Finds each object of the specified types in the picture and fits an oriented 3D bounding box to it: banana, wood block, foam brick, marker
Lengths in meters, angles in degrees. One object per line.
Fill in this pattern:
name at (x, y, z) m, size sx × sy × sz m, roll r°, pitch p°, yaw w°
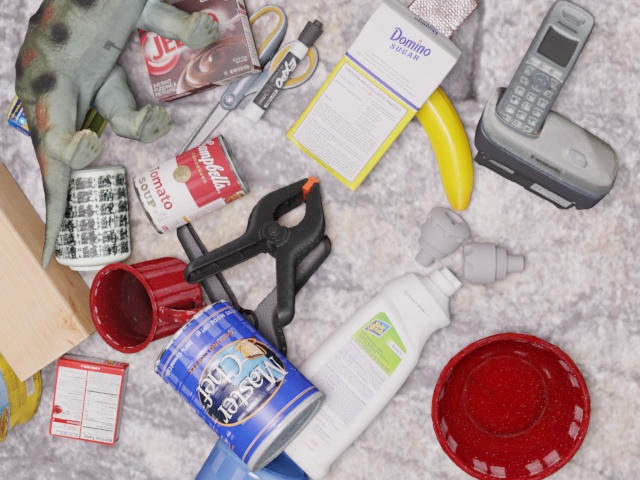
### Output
banana at (0.106, -0.123, 1.092) m, size 0.070 × 0.037 × 0.198 m, roll -39°, pitch 91°, yaw 31°
wood block at (-0.322, 0.030, 1.112) m, size 0.091 × 0.090 × 0.206 m, roll -34°, pitch 94°, yaw 7°
foam brick at (0.113, -0.224, 1.069) m, size 0.053 × 0.051 × 0.078 m, roll 43°, pitch 98°, yaw -3°
marker at (-0.037, -0.173, 1.085) m, size 0.020 × 0.020 × 0.121 m, roll 37°, pitch 98°, yaw -1°

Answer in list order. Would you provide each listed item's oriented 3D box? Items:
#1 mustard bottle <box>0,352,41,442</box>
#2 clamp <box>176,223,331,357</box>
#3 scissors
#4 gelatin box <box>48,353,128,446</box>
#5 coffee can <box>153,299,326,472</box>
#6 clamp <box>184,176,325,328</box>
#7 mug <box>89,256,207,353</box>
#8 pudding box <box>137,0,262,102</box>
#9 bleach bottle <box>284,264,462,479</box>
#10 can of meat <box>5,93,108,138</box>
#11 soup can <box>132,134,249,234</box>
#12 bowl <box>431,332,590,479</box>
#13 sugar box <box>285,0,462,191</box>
mustard bottle at (-0.340, 0.159, 1.078) m, size 0.058 × 0.191 × 0.096 m, roll -6°, pitch 97°, yaw 4°
clamp at (-0.089, 0.078, 1.128) m, size 0.164 × 0.036 × 0.210 m, roll 14°, pitch 97°, yaw 7°
scissors at (-0.073, -0.144, 1.110) m, size 0.096 × 0.016 × 0.202 m, roll 26°, pitch 98°, yaw 0°
gelatin box at (-0.250, 0.172, 1.155) m, size 0.073 × 0.030 × 0.089 m, roll 9°, pitch 98°, yaw 2°
coffee can at (-0.079, 0.142, 1.052) m, size 0.140 × 0.102 × 0.103 m, roll 43°, pitch 98°, yaw 14°
clamp at (-0.057, 0.001, 1.075) m, size 0.120 × 0.039 × 0.171 m, roll 20°, pitch 56°, yaw 7°
mug at (-0.166, 0.064, 1.091) m, size 0.117 × 0.081 × 0.093 m, roll 8°, pitch 103°, yaw 33°
pudding box at (-0.124, -0.198, 1.084) m, size 0.113 × 0.039 × 0.090 m, roll -15°, pitch 90°, yaw 13°
bleach bottle at (0.054, 0.128, 1.112) m, size 0.251 × 0.068 × 0.102 m, roll -45°, pitch 90°, yaw 6°
can of meat at (-0.265, -0.141, 1.103) m, size 0.084 × 0.057 × 0.102 m, roll 31°, pitch 98°, yaw 2°
soup can at (-0.133, -0.057, 1.095) m, size 0.102 × 0.068 × 0.068 m, roll -25°, pitch 95°, yaw 2°
bowl at (0.195, 0.169, 1.110) m, size 0.162 × 0.055 × 0.162 m, roll 1°, pitch 97°, yaw 4°
sugar box at (0.052, -0.144, 1.058) m, size 0.093 × 0.048 × 0.176 m, roll 39°, pitch 117°, yaw -1°
